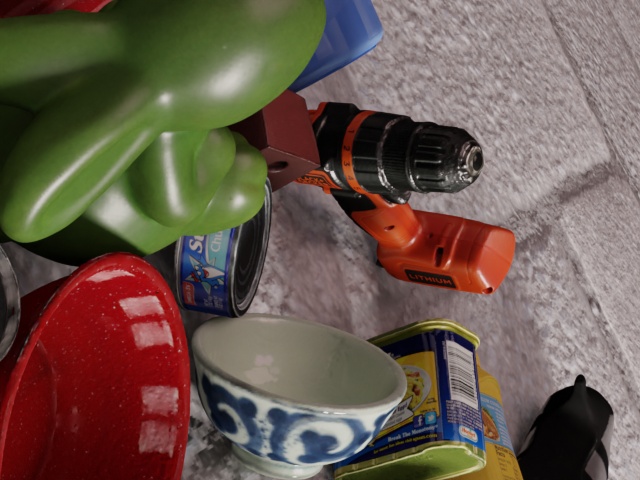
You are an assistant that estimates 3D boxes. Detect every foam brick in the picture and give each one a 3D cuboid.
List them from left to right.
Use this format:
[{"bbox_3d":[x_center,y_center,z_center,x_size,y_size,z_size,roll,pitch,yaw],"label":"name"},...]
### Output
[{"bbox_3d":[-0.048,-0.058,0.663,0.052,0.078,0.051,17,53,-51],"label":"foam brick"}]

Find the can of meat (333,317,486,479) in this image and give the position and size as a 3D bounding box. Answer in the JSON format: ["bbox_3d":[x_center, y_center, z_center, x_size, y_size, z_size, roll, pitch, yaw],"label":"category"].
[{"bbox_3d":[0.053,0.107,0.674,0.057,0.102,0.084,31,46,-42],"label":"can of meat"}]

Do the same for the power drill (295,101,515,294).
[{"bbox_3d":[0.060,-0.028,0.724,0.187,0.185,0.057,41,69,-45],"label":"power drill"}]

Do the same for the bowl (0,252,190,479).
[{"bbox_3d":[-0.113,0.083,0.452,0.162,0.055,0.162,5,90,-72],"label":"bowl"}]

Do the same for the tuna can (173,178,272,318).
[{"bbox_3d":[-0.054,0.001,0.609,0.086,0.034,0.086,11,90,-81],"label":"tuna can"}]
